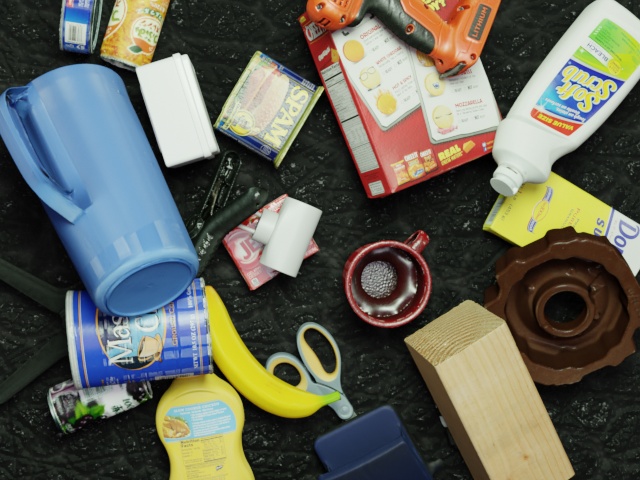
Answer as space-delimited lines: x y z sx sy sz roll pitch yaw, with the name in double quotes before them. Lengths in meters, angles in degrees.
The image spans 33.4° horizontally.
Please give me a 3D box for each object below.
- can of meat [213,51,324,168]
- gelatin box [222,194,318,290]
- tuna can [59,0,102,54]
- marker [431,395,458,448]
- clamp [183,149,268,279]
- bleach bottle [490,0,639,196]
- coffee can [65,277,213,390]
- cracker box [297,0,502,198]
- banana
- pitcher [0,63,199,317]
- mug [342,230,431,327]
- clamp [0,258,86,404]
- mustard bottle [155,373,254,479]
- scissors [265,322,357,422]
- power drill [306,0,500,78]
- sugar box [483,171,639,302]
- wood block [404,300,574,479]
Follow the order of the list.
"can of meat" -0.057 -0.144 1.164 0.084 0.057 0.102 31 89 -4
"gelatin box" -0.058 0.002 1.183 0.089 0.030 0.073 -31 95 -4
"tuna can" -0.251 -0.240 1.124 0.033 0.086 0.086 8 92 -8
"marker" 0.137 0.180 1.216 0.020 0.020 0.121 -20 94 -5
"clamp" -0.118 -0.011 1.139 0.039 0.120 0.171 30 93 -25
"bleach bottle" 0.268 -0.143 1.156 0.102 0.068 0.250 40 71 -7
"coffee can" -0.186 0.096 1.103 0.140 0.103 0.103 -6 93 -9
"cracker box" 0.091 -0.172 1.152 0.164 0.072 0.214 -24 94 -23
"banana" -0.073 0.135 1.176 0.198 0.037 0.069 39 81 4
"pitcher" -0.221 -0.049 1.055 0.149 0.145 0.243 -19 61 -21
"mug" 0.076 0.035 1.172 0.093 0.081 0.117 38 89 -6
"clamp" -0.274 0.098 1.162 0.210 0.036 0.164 2 92 -7
"mustard bottle" -0.130 0.208 1.171 0.096 0.058 0.191 -9 94 -1
"scissors" 0.006 0.192 1.206 0.096 0.016 0.202 -21 95 -3
"power drill" 0.092 -0.267 1.094 0.187 0.057 0.184 26 75 -16
"sugar box" 0.282 -0.010 1.209 0.176 0.048 0.093 29 90 -5
"wood block" 0.184 0.181 1.158 0.090 0.091 0.206 -31 110 -9
